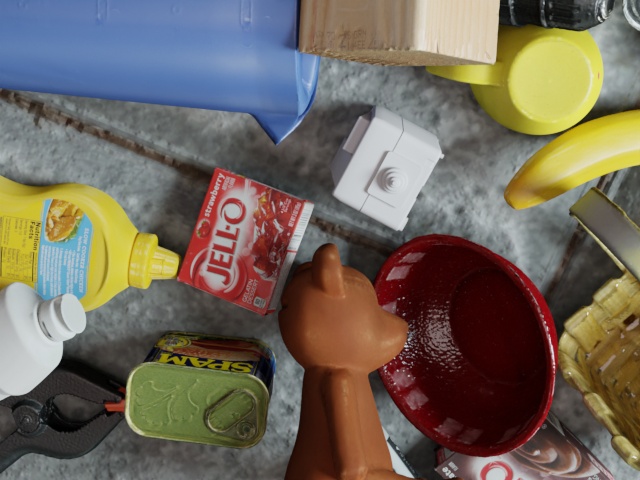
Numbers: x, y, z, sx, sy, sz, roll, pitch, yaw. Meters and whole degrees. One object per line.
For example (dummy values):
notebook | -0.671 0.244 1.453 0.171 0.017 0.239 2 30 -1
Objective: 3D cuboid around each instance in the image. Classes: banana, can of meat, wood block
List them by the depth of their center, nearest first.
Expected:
wood block | 0.052 -0.211 0.632 0.090 0.090 0.206 7 96 38
banana | 0.220 -0.056 0.732 0.197 0.037 0.069 -1 91 -14
can of meat | -0.085 0.107 0.789 0.102 0.084 0.057 6 104 2

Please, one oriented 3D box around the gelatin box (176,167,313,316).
gelatin box | -0.055 0.001 0.775 0.073 0.030 0.089 21 94 14

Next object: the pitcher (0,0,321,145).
pitcher | -0.119 -0.162 0.709 0.243 0.149 0.145 4 146 6

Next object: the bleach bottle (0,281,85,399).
bleach bottle | -0.284 0.082 0.777 0.251 0.068 0.102 -20 88 19

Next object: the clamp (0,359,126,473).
clamp | -0.230 0.126 0.828 0.171 0.039 0.120 -17 105 8

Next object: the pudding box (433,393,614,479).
pudding box | 0.156 0.176 0.812 0.113 0.039 0.090 45 103 -6

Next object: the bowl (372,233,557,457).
bowl | 0.110 0.068 0.758 0.162 0.055 0.162 17 115 41

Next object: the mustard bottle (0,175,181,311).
mustard bottle | -0.198 0.003 0.785 0.191 0.058 0.096 10 106 2
